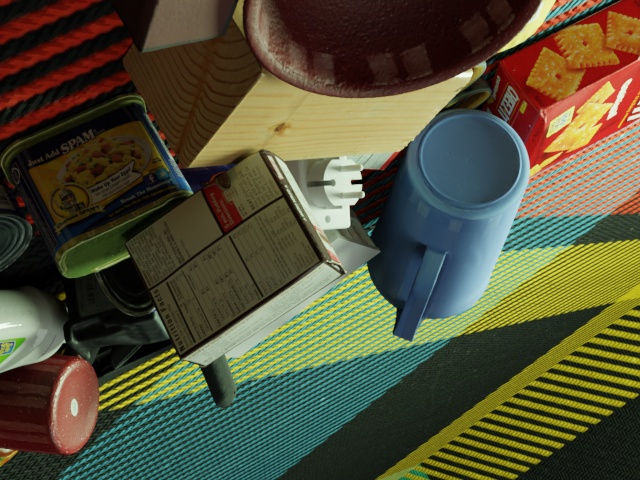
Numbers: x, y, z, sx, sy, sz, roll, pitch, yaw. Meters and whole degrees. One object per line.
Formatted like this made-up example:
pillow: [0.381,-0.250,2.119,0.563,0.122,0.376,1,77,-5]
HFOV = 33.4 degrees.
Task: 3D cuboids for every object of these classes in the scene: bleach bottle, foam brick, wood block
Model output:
bleach bottle: [-0.281,0.078,0.787,0.103,0.068,0.250,-40,161,27]
foam brick: [-0.080,-0.142,0.533,0.052,0.078,0.051,-19,155,-33]
wood block: [-0.008,-0.112,0.692,0.205,0.090,0.091,-9,151,-48]

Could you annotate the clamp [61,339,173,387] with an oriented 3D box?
clamp: [-0.226,0.128,1.022,0.210,0.036,0.164,-41,157,17]

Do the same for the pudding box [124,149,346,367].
pudding box: [-0.054,0.011,0.657,0.113,0.090,0.039,-35,158,13]

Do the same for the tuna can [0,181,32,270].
tuna can: [-0.235,-0.004,0.697,0.086,0.034,0.086,-28,160,-11]

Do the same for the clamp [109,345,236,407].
clamp: [-0.128,0.056,0.911,0.039,0.120,0.171,-50,144,-67]

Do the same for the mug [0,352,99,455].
mug: [-0.236,0.126,0.900,0.082,0.117,0.093,3,141,17]

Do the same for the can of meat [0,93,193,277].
can of meat: [-0.141,-0.034,0.690,0.102,0.084,0.057,-27,160,-15]

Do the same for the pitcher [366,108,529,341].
pitcher: [0.117,-0.014,1.015,0.145,0.149,0.243,-21,160,-11]

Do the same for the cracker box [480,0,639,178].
cracker box: [0.257,-0.146,1.029,0.213,0.072,0.164,-27,160,-16]

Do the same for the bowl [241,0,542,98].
bowl: [0.035,-0.143,0.558,0.162,0.055,0.162,-8,153,-4]
